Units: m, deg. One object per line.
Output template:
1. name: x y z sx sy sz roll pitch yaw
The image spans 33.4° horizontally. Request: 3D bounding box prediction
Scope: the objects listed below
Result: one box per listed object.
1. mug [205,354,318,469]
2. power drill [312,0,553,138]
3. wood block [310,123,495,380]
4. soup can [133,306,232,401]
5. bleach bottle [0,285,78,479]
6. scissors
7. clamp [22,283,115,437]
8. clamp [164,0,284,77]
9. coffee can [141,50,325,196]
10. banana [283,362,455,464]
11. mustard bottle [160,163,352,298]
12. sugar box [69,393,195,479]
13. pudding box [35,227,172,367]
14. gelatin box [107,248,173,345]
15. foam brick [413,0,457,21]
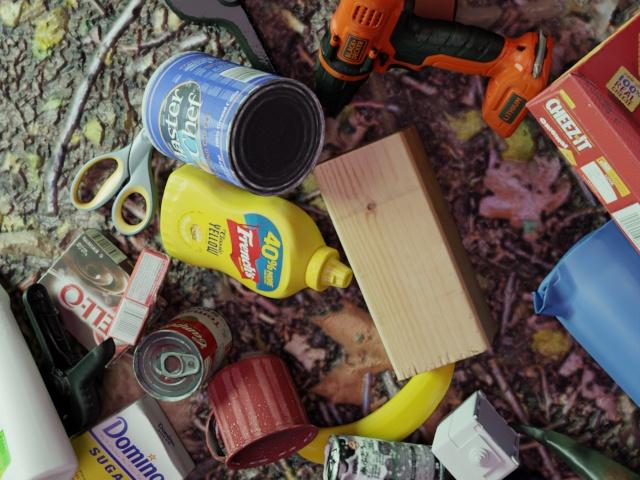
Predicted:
1. mug: -0.067 0.168 1.023 0.117 0.093 0.081 -39 60 30
2. power drill: 0.091 -0.149 0.924 0.187 0.185 0.057 15 65 -6
3. wood block: 0.078 0.008 0.970 0.091 0.090 0.206 -21 95 15
4. soup can: -0.129 0.107 1.024 0.068 0.102 0.068 2 100 11
5. bleach bottle: -0.320 0.132 1.065 0.103 0.067 0.251 -49 62 49
6. scissors: -0.159 -0.083 1.042 0.202 0.016 0.096 -37 92 15
7. clamp: -0.241 0.133 1.050 0.120 0.039 0.171 29 134 37
8. clamp: -0.070 -0.240 0.984 0.210 0.036 0.165 33 103 1
9. coffee can: -0.079 -0.105 0.943 0.141 0.102 0.103 25 108 47
10. banana: 0.050 0.171 1.031 0.198 0.037 0.069 -25 96 15
11. mustard bottle: -0.057 0.001 0.987 0.192 0.058 0.096 22 122 22
12. sugar box: -0.227 0.239 1.098 0.176 0.048 0.093 -31 91 17
13. pudding box: -0.219 0.056 1.067 0.113 0.039 0.090 45 105 1
14. gelatin box: -0.167 0.052 1.001 0.030 0.073 0.089 23 85 -4
15. foam brick: 0.083 -0.213 0.949 0.078 0.051 0.053 9 101 10
